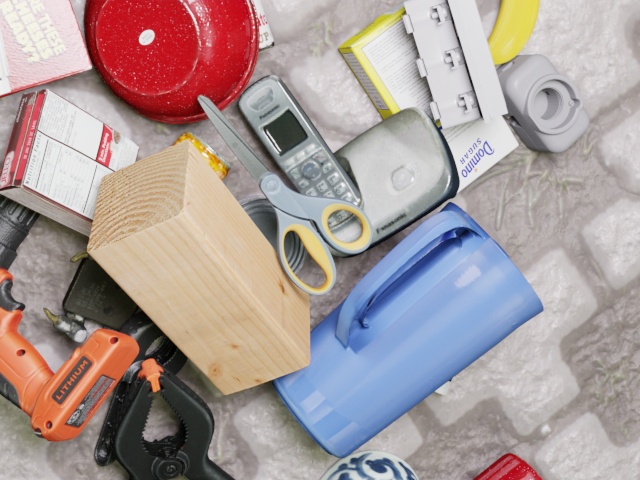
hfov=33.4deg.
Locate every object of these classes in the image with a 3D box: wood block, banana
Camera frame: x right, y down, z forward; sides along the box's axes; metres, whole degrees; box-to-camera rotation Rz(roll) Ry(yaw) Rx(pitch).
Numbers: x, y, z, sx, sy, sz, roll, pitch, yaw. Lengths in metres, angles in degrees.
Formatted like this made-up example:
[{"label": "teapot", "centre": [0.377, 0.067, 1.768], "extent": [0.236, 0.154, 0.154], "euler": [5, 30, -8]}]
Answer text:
[{"label": "wood block", "centre": [-0.095, 0.028, 0.898], "extent": [0.090, 0.091, 0.206], "euler": [-21, 131, 18]}, {"label": "banana", "centre": [0.179, -0.255, 1.022], "extent": [0.069, 0.037, 0.198], "euler": [1, 98, -17]}]

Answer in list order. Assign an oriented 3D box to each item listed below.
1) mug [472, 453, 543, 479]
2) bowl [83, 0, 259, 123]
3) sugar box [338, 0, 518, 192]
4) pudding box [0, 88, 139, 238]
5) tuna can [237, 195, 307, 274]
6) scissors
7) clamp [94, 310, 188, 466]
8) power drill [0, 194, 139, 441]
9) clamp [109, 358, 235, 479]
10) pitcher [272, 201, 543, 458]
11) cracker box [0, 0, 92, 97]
[{"label": "mug", "centre": [0.188, 0.277, 1.083], "extent": [0.081, 0.093, 0.117], "euler": [-36, 137, -14]}, {"label": "bowl", "centre": [-0.135, -0.171, 0.894], "extent": [0.162, 0.055, 0.162], "euler": [5, 110, 13]}, {"label": "sugar box", "centre": [0.104, -0.136, 1.014], "extent": [0.093, 0.048, 0.176], "euler": [-37, 109, -9]}, {"label": "pudding box", "centre": [-0.210, -0.062, 0.896], "extent": [0.113, 0.039, 0.090], "euler": [31, 62, -45]}, {"label": "tuna can", "centre": [-0.057, 0.001, 0.992], "extent": [0.086, 0.034, 0.086], "euler": [-2, 99, -16]}, {"label": "scissors", "centre": [-0.022, -0.049, 0.915], "extent": [0.096, 0.016, 0.202], "euler": [-25, 104, -8]}, {"label": "clamp", "centre": [-0.178, 0.115, 0.954], "extent": [0.171, 0.039, 0.120], "euler": [-54, 144, -6]}, {"label": "power drill", "centre": [-0.246, 0.063, 0.893], "extent": [0.188, 0.057, 0.184], "euler": [33, 85, 17]}, {"label": "clamp", "centre": [-0.148, 0.206, 0.973], "extent": [0.164, 0.036, 0.210], "euler": [-20, 120, -12]}, {"label": "pitcher", "centre": [0.071, 0.082, 0.983], "extent": [0.243, 0.145, 0.149], "euler": [-40, 99, -1]}, {"label": "cracker box", "centre": [-0.317, -0.186, 0.870], "extent": [0.213, 0.072, 0.164], "euler": [-20, 104, -14]}]
